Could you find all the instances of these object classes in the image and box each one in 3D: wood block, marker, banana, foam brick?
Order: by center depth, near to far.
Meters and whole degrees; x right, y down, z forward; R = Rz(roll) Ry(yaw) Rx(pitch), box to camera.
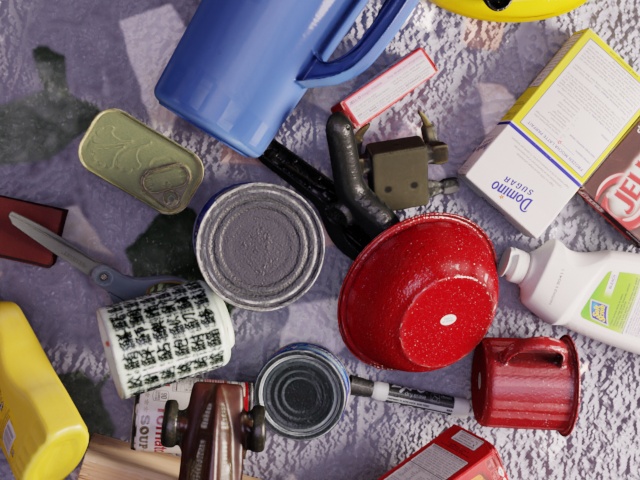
[{"bbox_3d":[-0.263,-0.010,0.923,0.078,0.053,0.051,12,92,-9],"label":"foam brick"},{"bbox_3d":[-0.117,0.247,0.938,0.206,0.090,0.091,18,90,-8],"label":"wood block"},{"bbox_3d":[0.180,-0.232,0.976,0.197,0.037,0.069,-12,76,-8],"label":"banana"},{"bbox_3d":[0.079,0.145,0.992,0.121,0.020,0.020,13,92,-8],"label":"marker"}]

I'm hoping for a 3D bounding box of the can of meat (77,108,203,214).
[{"bbox_3d":[-0.153,-0.067,0.917,0.102,0.084,0.057,30,89,-8],"label":"can of meat"}]

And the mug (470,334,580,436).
[{"bbox_3d":[0.184,0.123,0.960,0.081,0.117,0.093,3,54,-3],"label":"mug"}]

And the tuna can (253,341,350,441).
[{"bbox_3d":[-0.017,0.136,0.962,0.086,0.033,0.086,1,95,7],"label":"tuna can"}]

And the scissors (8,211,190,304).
[{"bbox_3d":[-0.189,0.049,0.925,0.201,0.016,0.096,20,101,-26],"label":"scissors"}]

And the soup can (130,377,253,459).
[{"bbox_3d":[-0.114,0.156,0.944,0.102,0.068,0.068,6,93,-7],"label":"soup can"}]

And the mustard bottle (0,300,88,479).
[{"bbox_3d":[-0.263,0.110,0.898,0.058,0.096,0.192,-16,58,-37],"label":"mustard bottle"}]

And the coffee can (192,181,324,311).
[{"bbox_3d":[-0.056,0.001,0.905,0.102,0.140,0.103,0,93,-8],"label":"coffee can"}]

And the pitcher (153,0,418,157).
[{"bbox_3d":[-0.028,-0.191,0.901,0.145,0.149,0.243,31,93,-22],"label":"pitcher"}]

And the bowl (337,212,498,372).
[{"bbox_3d":[0.098,0.059,0.937,0.162,0.055,0.162,-11,121,-20],"label":"bowl"}]

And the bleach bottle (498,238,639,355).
[{"bbox_3d":[0.290,0.050,0.992,0.250,0.068,0.102,18,91,-6],"label":"bleach bottle"}]

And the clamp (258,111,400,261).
[{"bbox_3d":[0.014,-0.036,0.948,0.039,0.120,0.171,-42,117,-29],"label":"clamp"}]

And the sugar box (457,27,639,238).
[{"bbox_3d":[0.216,-0.098,0.982,0.093,0.048,0.176,41,92,-8],"label":"sugar box"}]

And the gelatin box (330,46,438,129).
[{"bbox_3d":[0.054,-0.132,0.945,0.089,0.073,0.030,-36,97,-4],"label":"gelatin box"}]
